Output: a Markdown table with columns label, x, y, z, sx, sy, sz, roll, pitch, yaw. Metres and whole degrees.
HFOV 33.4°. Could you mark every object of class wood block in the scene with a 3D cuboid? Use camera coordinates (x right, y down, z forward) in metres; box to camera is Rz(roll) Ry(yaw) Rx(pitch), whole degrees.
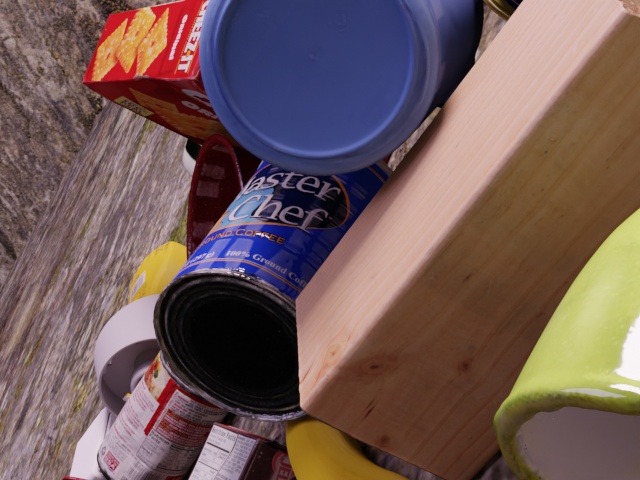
| label | x | y | z | sx | sy | sz | roll | pitch | yaw |
| --- | --- | --- | --- | --- | --- | --- | --- | --- | --- |
| wood block | 0.083 | -0.006 | 0.455 | 0.206 | 0.090 | 0.091 | -53 | 20 | 23 |

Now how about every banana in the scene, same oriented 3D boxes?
| label | x | y | z | sx | sy | sz | roll | pitch | yaw |
| --- | --- | --- | --- | --- | --- | --- | --- | --- | --- |
| banana | 0.013 | 0.107 | 0.555 | 0.070 | 0.037 | 0.198 | -58 | 19 | 14 |

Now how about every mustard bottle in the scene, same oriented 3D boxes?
| label | x | y | z | sx | sy | sz | roll | pitch | yaw |
| --- | --- | --- | --- | --- | --- | --- | --- | --- | --- |
| mustard bottle | -0.153 | 0.091 | 0.971 | 0.096 | 0.058 | 0.191 | -52 | 21 | 30 |

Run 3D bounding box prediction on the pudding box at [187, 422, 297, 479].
| label | x | y | z | sx | sy | sz | roll | pitch | yaw |
| --- | --- | --- | --- | --- | --- | --- | --- | --- | --- |
| pudding box | -0.061 | 0.172 | 0.653 | 0.113 | 0.039 | 0.090 | -64 | 18 | -13 |

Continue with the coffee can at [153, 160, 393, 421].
| label | x | y | z | sx | sy | sz | roll | pitch | yaw |
| --- | --- | --- | --- | --- | --- | --- | --- | --- | --- |
| coffee can | -0.017 | 0.017 | 0.606 | 0.103 | 0.103 | 0.140 | -44 | 9 | 41 |

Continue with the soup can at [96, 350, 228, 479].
| label | x | y | z | sx | sy | sz | roll | pitch | yaw |
| --- | --- | --- | --- | --- | --- | --- | --- | --- | --- |
| soup can | -0.114 | 0.136 | 0.794 | 0.102 | 0.068 | 0.068 | -56 | 19 | 16 |

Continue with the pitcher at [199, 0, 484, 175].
| label | x | y | z | sx | sy | sz | roll | pitch | yaw |
| --- | --- | --- | --- | --- | --- | --- | --- | --- | --- |
| pitcher | 0.009 | -0.117 | 0.569 | 0.242 | 0.149 | 0.145 | -57 | -36 | -72 |

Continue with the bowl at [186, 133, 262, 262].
| label | x | y | z | sx | sy | sz | roll | pitch | yaw |
| --- | --- | --- | --- | --- | --- | --- | --- | --- | --- |
| bowl | -0.055 | 0.001 | 0.800 | 0.162 | 0.055 | 0.162 | 179 | 90 | -69 |

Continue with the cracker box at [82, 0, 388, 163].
| label | x | y | z | sx | sy | sz | roll | pitch | yaw |
| --- | --- | --- | --- | --- | --- | --- | --- | --- | --- |
| cracker box | -0.063 | -0.111 | 0.801 | 0.214 | 0.164 | 0.072 | 14 | 81 | 58 |
